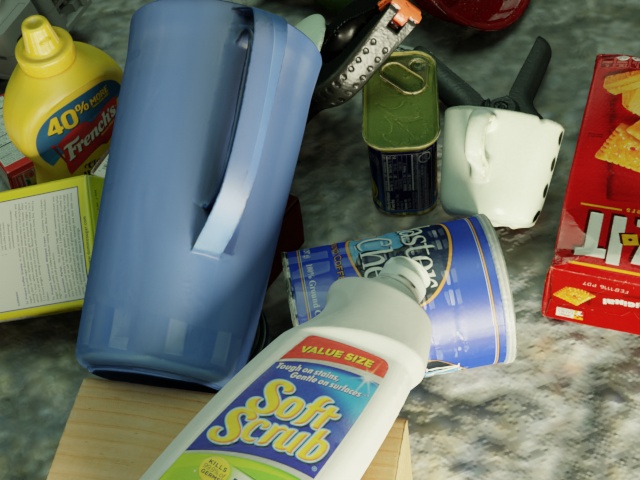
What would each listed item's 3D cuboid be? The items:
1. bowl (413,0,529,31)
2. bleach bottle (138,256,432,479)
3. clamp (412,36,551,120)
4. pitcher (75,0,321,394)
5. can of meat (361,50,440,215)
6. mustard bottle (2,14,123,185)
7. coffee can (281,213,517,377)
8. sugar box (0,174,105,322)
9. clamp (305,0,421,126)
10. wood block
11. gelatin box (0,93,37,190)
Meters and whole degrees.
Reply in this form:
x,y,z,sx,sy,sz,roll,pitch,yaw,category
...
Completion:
x,y,z,sx,sy,sz,roll,pitch,yaw,category
0.113,-0.253,0.937,0.055,0.162,0.162,-17,34,54,bowl
-0.018,0.101,0.599,0.103,0.068,0.250,27,58,17,bleach bottle
0.132,-0.101,0.860,0.120,0.039,0.171,-2,53,6,clamp
-0.079,-0.028,0.691,0.145,0.149,0.243,3,73,22,pitcher
0.063,-0.082,0.827,0.057,0.084,0.102,-3,53,5,can of meat
-0.185,-0.091,0.800,0.096,0.191,0.058,-38,57,-20,mustard bottle
0.051,0.045,0.721,0.140,0.103,0.103,-11,52,0,coffee can
-0.230,0.013,0.773,0.176,0.048,0.093,-9,85,21,sugar box
0.001,-0.137,0.837,0.036,0.210,0.164,32,46,-24,clamp
-0.053,0.155,0.660,0.206,0.091,0.090,5,54,12,wood block
-0.250,-0.090,0.905,0.073,0.030,0.089,-30,58,-22,gelatin box
